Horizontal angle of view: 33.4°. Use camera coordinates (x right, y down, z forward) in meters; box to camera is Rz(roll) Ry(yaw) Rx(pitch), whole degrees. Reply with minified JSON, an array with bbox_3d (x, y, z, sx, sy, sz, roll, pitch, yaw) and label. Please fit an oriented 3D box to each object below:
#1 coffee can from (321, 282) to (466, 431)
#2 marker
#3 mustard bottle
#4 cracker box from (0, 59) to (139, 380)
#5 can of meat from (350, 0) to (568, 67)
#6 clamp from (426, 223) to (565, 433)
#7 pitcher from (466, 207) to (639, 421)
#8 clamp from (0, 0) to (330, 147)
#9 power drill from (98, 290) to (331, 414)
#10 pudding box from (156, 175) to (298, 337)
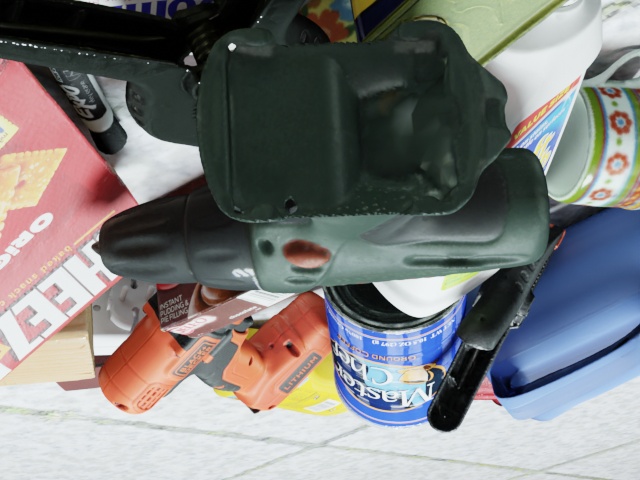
[{"bbox_3d":[0.056,0.062,0.783,0.103,0.103,0.140,-8,142,0],"label":"coffee can"},{"bbox_3d":[-0.124,-0.079,0.555,0.020,0.020,0.121,-10,155,3],"label":"marker"},{"bbox_3d":[-0.041,0.116,0.957,0.096,0.058,0.191,-24,151,36],"label":"mustard bottle"},{"bbox_3d":[-0.189,-0.008,0.543,0.164,0.072,0.213,-40,154,-7],"label":"cracker box"},{"bbox_3d":[0.053,-0.123,0.438,0.057,0.084,0.102,9,150,-34],"label":"can of meat"},{"bbox_3d":[0.123,0.040,0.717,0.039,0.171,0.120,28,152,7],"label":"clamp"},{"bbox_3d":[0.231,0.038,0.779,0.144,0.149,0.243,16,143,-42],"label":"pitcher"},{"bbox_3d":[-0.055,-0.078,0.445,0.164,0.036,0.210,-15,163,-1],"label":"clamp"},{"bbox_3d":[-0.054,0.060,0.792,0.184,0.057,0.187,-44,152,10],"label":"power drill"},{"bbox_3d":[-0.054,0.001,0.666,0.114,0.090,0.039,-24,153,29],"label":"pudding box"}]
